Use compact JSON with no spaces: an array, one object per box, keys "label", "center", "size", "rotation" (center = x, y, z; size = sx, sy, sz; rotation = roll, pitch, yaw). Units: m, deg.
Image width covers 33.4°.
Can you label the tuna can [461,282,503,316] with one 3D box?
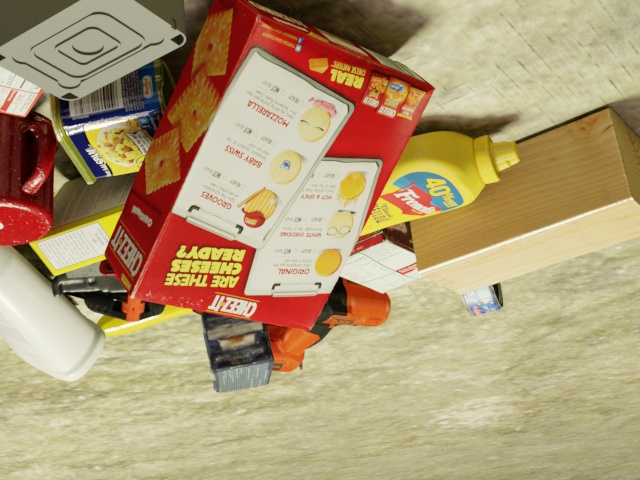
[{"label":"tuna can","center":[0.163,0.034,1.113],"size":[0.034,0.086,0.086],"rotation":[-15,154,15]}]

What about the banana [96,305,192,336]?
[{"label":"banana","center":[-0.160,0.072,1.154],"size":[0.198,0.069,0.037],"rotation":[-19,118,12]}]

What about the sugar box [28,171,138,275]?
[{"label":"sugar box","center":[-0.146,-0.034,0.880],"size":[0.176,0.093,0.048],"rotation":[-15,124,22]}]

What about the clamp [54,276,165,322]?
[{"label":"clamp","center":[-0.189,0.053,1.063],"size":[0.120,0.039,0.172],"rotation":[-5,-169,-26]}]

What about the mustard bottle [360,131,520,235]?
[{"label":"mustard bottle","center":[0.080,-0.053,0.938],"size":[0.192,0.058,0.096],"rotation":[-15,149,19]}]

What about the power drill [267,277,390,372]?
[{"label":"power drill","center":[-0.038,0.095,1.232],"size":[0.184,0.057,0.188],"rotation":[11,151,-32]}]

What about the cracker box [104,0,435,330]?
[{"label":"cracker box","center":[-0.039,-0.051,0.772],"size":[0.163,0.072,0.214],"rotation":[14,110,-37]}]

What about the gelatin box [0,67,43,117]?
[{"label":"gelatin box","center":[-0.235,-0.124,0.746],"size":[0.089,0.030,0.073],"rotation":[10,150,-31]}]

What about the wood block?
[{"label":"wood block","center":[0.192,-0.030,0.973],"size":[0.206,0.091,0.090],"rotation":[-21,152,30]}]

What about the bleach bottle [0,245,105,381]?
[{"label":"bleach bottle","center":[-0.298,0.038,0.995],"size":[0.103,0.068,0.250],"rotation":[19,154,28]}]

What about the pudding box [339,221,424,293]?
[{"label":"pudding box","center":[0.064,0.014,1.104],"size":[0.090,0.039,0.113],"rotation":[-23,148,34]}]

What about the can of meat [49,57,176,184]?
[{"label":"can of meat","center":[-0.148,-0.091,0.807],"size":[0.084,0.057,0.102],"rotation":[-10,156,2]}]

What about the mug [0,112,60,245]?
[{"label":"mug","center":[-0.244,-0.051,0.840],"size":[0.117,0.081,0.093],"rotation":[-25,150,35]}]
